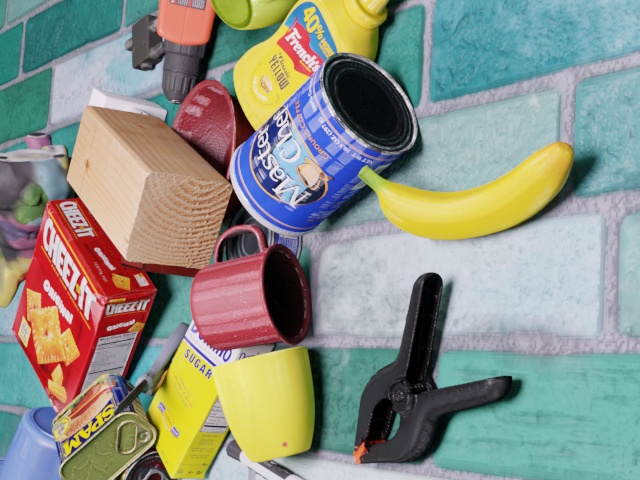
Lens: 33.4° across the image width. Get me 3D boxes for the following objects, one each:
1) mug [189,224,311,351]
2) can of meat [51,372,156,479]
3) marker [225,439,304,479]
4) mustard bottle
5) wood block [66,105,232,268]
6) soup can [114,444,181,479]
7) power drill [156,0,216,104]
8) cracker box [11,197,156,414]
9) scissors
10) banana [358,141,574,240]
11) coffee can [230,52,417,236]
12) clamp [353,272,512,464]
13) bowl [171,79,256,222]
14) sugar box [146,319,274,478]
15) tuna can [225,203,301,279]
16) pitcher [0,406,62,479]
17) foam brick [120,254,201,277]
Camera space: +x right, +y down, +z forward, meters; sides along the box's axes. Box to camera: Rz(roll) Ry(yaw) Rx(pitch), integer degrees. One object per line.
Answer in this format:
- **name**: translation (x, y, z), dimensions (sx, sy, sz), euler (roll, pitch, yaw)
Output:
- **mug**: translation (-0.068, 0.044, 0.976), dimensions (0.082, 0.093, 0.117), euler (-12, 86, 25)
- **can of meat**: translation (-0.229, 0.198, 1.112), dimensions (0.102, 0.057, 0.084), euler (-41, 34, 2)
- **marker**: translation (-0.053, 0.214, 1.007), dimensions (0.121, 0.020, 0.020), euler (17, 96, 52)
- **mustard bottle**: translation (-0.001, -0.175, 0.988), dimensions (0.192, 0.058, 0.096), euler (-37, 69, 41)
- **wood block**: translation (-0.177, -0.058, 1.070), dimensions (0.206, 0.090, 0.091), euler (42, 119, 53)
- **soup can**: translation (-0.202, 0.237, 1.154), dimensions (0.102, 0.068, 0.068), euler (28, 105, 52)
- **power drill**: translation (-0.139, -0.236, 1.120), dimensions (0.188, 0.057, 0.184), euler (-141, 59, -80)
- **cracker box**: translation (-0.281, 0.082, 1.238), dimensions (0.164, 0.071, 0.214), euler (51, 133, 31)
- **scissors**: translation (-0.167, 0.127, 1.082), dimensions (0.096, 0.016, 0.202), euler (-61, -2, -3)
- **banana**: translation (0.113, -0.032, 0.812), dimensions (0.198, 0.069, 0.037), euler (-5, 42, 44)
- **coffee can**: translation (0.001, -0.081, 0.931), dimensions (0.141, 0.102, 0.103), euler (-40, 53, 40)
- **clamp**: translation (0.073, 0.111, 0.850), dimensions (0.172, 0.039, 0.120), euler (-48, 47, 35)
- **bowl**: translation (-0.104, -0.081, 1.098), dimensions (0.162, 0.055, 0.162), euler (-21, 64, 54)
- **sugar box**: translation (-0.117, 0.146, 1.082), dimensions (0.093, 0.048, 0.176), euler (49, 122, 45)
- **tuna can**: translation (-0.057, 0.001, 1.044), dimensions (0.086, 0.033, 0.086), euler (-15, 71, 50)
- **pitcher**: translation (-0.347, 0.320, 1.270), dimensions (0.243, 0.149, 0.145), euler (-68, 25, 11)
- **foam brick**: translation (-0.167, 0.010, 1.148), dimensions (0.053, 0.078, 0.051), euler (7, 88, 50)
